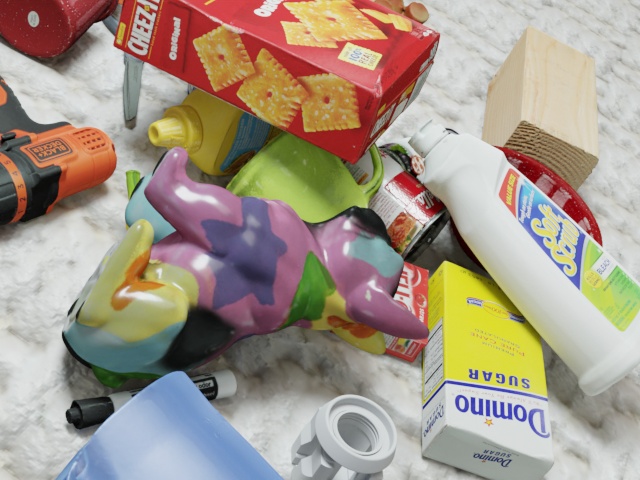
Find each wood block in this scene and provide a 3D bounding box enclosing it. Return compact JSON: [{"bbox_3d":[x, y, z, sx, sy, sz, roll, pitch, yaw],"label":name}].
[{"bbox_3d":[0.230,-0.126,1.119,0.090,0.091,0.206,26,37,-6],"label":"wood block"}]

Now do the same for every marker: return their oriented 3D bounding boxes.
[{"bbox_3d":[-0.110,0.104,0.701,0.120,0.020,0.020,-7,51,-38],"label":"marker"}]

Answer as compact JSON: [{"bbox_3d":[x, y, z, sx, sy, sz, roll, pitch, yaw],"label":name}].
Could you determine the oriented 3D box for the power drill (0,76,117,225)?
[{"bbox_3d":[-0.269,-0.085,0.785,0.188,0.057,0.184,44,36,14],"label":"power drill"}]

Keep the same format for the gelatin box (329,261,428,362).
[{"bbox_3d":[0.049,0.047,0.857,0.073,0.030,0.089,22,39,-10],"label":"gelatin box"}]

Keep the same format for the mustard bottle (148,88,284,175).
[{"bbox_3d":[-0.061,-0.100,0.899,0.191,0.096,0.058,-15,55,-42],"label":"mustard bottle"}]

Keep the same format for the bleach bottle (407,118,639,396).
[{"bbox_3d":[0.164,0.002,0.868,0.251,0.068,0.102,46,43,5],"label":"bleach bottle"}]

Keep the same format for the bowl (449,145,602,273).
[{"bbox_3d":[0.176,-0.013,0.983,0.162,0.055,0.162,17,42,-16],"label":"bowl"}]

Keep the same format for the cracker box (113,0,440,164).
[{"bbox_3d":[-0.028,-0.161,0.848,0.214,0.072,0.164,28,34,9],"label":"cracker box"}]

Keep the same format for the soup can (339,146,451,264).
[{"bbox_3d":[0.054,-0.033,0.919,0.102,0.069,0.068,41,39,14],"label":"soup can"}]

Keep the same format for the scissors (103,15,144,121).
[{"bbox_3d":[-0.154,-0.172,0.987,0.096,0.016,0.202,3,45,-30],"label":"scissors"}]

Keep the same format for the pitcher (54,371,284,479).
[{"bbox_3d":[-0.034,0.195,0.572,0.243,0.145,0.149,42,51,10],"label":"pitcher"}]

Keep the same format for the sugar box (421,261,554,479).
[{"bbox_3d":[0.128,0.101,0.833,0.093,0.048,0.176,21,37,-13],"label":"sugar box"}]

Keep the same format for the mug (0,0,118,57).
[{"bbox_3d":[-0.244,-0.212,0.927,0.117,0.093,0.081,4,39,18],"label":"mug"}]
